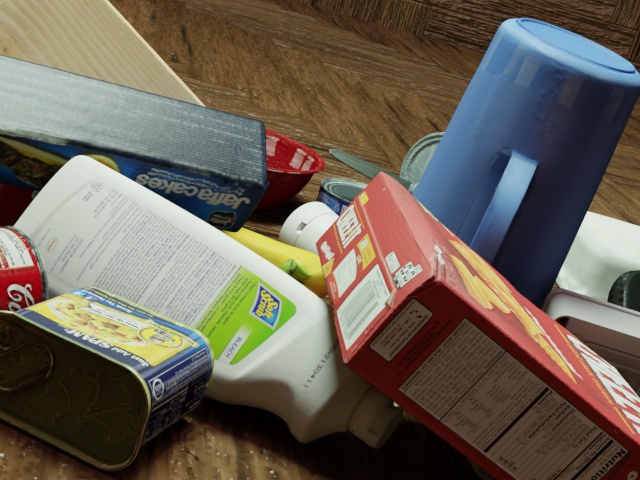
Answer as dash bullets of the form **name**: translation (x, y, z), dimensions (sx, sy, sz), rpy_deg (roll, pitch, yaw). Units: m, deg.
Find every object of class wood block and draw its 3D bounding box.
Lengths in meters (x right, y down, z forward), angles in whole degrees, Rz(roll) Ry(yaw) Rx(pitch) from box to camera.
- **wood block**: translation (-0.159, -0.105, 0.803), dimensions (0.206, 0.090, 0.090), rpy_deg (47, -9, -18)

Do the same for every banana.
- **banana**: translation (-0.041, 0.012, 0.783), dimensions (0.069, 0.037, 0.198), rpy_deg (42, -14, -29)

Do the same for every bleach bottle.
- **bleach bottle**: translation (-0.068, 0.049, 0.628), dimensions (0.251, 0.102, 0.068), rpy_deg (31, -12, 18)

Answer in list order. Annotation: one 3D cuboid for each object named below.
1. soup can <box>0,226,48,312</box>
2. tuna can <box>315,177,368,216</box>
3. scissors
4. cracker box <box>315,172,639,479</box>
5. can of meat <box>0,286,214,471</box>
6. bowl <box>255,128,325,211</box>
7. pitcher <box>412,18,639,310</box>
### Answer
- **soup can**: translation (-0.209, 0.029, 0.576), dimensions (0.069, 0.068, 0.102), rpy_deg (29, 22, 33)
- **tuna can**: translation (0.037, -0.030, 1.032), dimensions (0.086, 0.034, 0.086), rpy_deg (15, 18, -5)
- **scissors**: translation (0.109, -0.055, 1.017), dimensions (0.201, 0.096, 0.016), rpy_deg (40, -18, -12)
- **cracker box**: translation (0.102, 0.069, 0.605), dimensions (0.213, 0.072, 0.164), rpy_deg (38, 13, -17)
- **can of meat**: translation (-0.117, 0.067, 0.564), dimensions (0.102, 0.057, 0.083), rpy_deg (22, 16, 15)
- **bowl**: translation (-0.080, -0.070, 1.011), dimensions (0.162, 0.055, 0.162), rpy_deg (15, 18, -5)
- **pitcher**: translation (0.132, -0.029, 0.776), dimensions (0.144, 0.243, 0.149), rpy_deg (6, 28, -34)
